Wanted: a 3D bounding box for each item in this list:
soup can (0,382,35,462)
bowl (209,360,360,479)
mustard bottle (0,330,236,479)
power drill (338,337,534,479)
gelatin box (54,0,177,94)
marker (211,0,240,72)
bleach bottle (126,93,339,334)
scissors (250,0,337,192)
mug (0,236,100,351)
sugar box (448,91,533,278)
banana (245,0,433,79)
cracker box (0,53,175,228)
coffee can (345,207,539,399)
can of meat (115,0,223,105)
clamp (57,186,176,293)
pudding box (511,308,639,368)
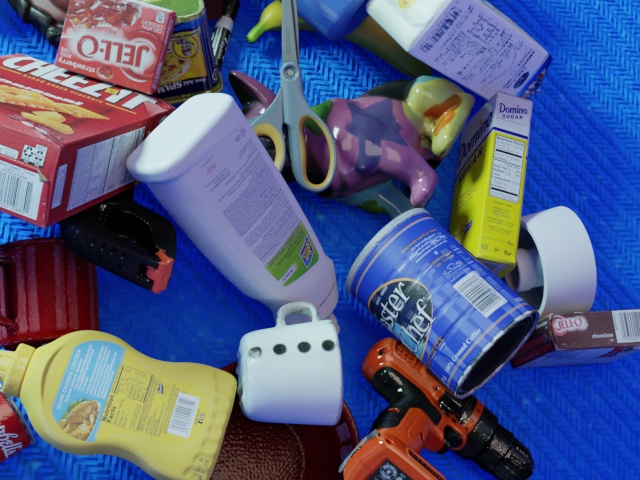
[{"bbox_3d":[-0.287,0.159,0.841,0.102,0.069,0.068,-33,82,-23],"label":"soup can"},{"bbox_3d":[-0.049,0.183,0.908,0.162,0.055,0.162,5,69,-15],"label":"bowl"},{"bbox_3d":[-0.168,0.123,0.831,0.191,0.058,0.096,20,65,-9],"label":"mustard bottle"},{"bbox_3d":[0.100,0.179,0.902,0.184,0.057,0.187,37,23,0],"label":"power drill"},{"bbox_3d":[-0.175,-0.172,0.915,0.089,0.030,0.073,18,104,1],"label":"gelatin box"},{"bbox_3d":[-0.101,-0.190,1.048,0.020,0.020,0.121,17,67,-10],"label":"marker"},{"bbox_3d":[-0.056,0.001,0.908,0.102,0.068,0.250,-49,125,-26],"label":"bleach bottle"},{"bbox_3d":[-0.043,-0.134,0.944,0.096,0.016,0.202,-17,86,-1],"label":"scissors"},{"bbox_3d":[-0.233,0.046,0.878,0.117,0.093,0.081,16,65,-58],"label":"mug"},{"bbox_3d":[0.161,-0.045,1.032,0.048,0.093,0.176,12,67,-12],"label":"sugar box"},{"bbox_3d":[0.023,-0.211,1.085,0.197,0.037,0.069,10,83,-12],"label":"banana"},{"bbox_3d":[-0.233,-0.090,0.854,0.164,0.213,0.072,20,109,10],"label":"cracker box"},{"bbox_3d":[0.106,0.054,0.940,0.102,0.103,0.140,-36,66,-24],"label":"coffee can"},{"bbox_3d":[-0.147,-0.173,0.976,0.102,0.084,0.057,-11,38,-4],"label":"can of meat"},{"bbox_3d":[-0.189,-0.022,0.868,0.164,0.036,0.210,0,28,-36],"label":"clamp"},{"bbox_3d":[0.246,0.093,1.008,0.113,0.090,0.039,0,73,-17],"label":"pudding box"}]
